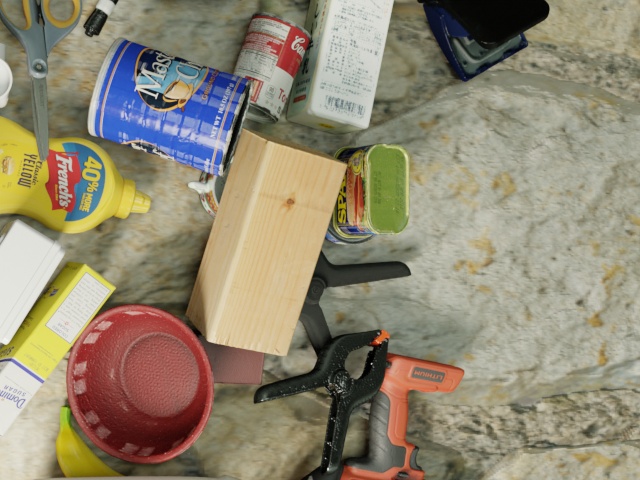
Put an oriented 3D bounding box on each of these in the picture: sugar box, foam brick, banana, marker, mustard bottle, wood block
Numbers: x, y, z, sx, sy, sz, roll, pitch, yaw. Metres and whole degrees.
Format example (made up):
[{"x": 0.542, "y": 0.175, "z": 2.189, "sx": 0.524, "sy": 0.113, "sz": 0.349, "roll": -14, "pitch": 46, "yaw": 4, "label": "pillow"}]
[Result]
[{"x": -0.278, "y": 0.102, "z": 1.045, "sx": 0.048, "sy": 0.093, "sz": 0.176, "roll": 42, "pitch": 74, "yaw": -17, "label": "sugar box"}, {"x": -0.104, "y": 0.125, "z": 1.142, "sx": 0.078, "sy": 0.053, "sz": 0.051, "roll": 6, "pitch": 88, "yaw": -24, "label": "foam brick"}, {"x": -0.201, "y": 0.250, "z": 1.109, "sx": 0.197, "sy": 0.037, "sz": 0.069, "roll": 37, "pitch": 78, "yaw": -19, "label": "banana"}, {"x": -0.212, "y": -0.264, "z": 1.112, "sx": 0.020, "sy": 0.020, "sz": 0.121, "roll": 32, "pitch": 78, "yaw": -20, "label": "marker"}, {"x": -0.264, "y": -0.059, "z": 1.070, "sx": 0.191, "sy": 0.058, "sz": 0.096, "roll": 14, "pitch": 80, "yaw": -23, "label": "mustard bottle"}, {"x": -0.057, "y": 0.002, "z": 1.087, "sx": 0.090, "sy": 0.090, "sz": 0.206, "roll": 14, "pitch": 99, "yaw": -26, "label": "wood block"}]

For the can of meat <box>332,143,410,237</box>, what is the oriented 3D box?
[{"x": 0.055, "y": -0.054, "z": 1.155, "sx": 0.057, "sy": 0.084, "sz": 0.102, "roll": -1, "pitch": 90, "yaw": -24, "label": "can of meat"}]

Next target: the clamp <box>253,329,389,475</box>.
[{"x": 0.008, "y": 0.154, "z": 1.158, "sx": 0.120, "sy": 0.039, "sz": 0.171, "roll": 42, "pitch": 61, "yaw": -15, "label": "clamp"}]

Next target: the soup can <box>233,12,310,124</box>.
[{"x": -0.060, "y": -0.185, "z": 1.152, "sx": 0.068, "sy": 0.069, "sz": 0.102, "roll": 24, "pitch": 82, "yaw": -22, "label": "soup can"}]

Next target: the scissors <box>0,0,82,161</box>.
[{"x": -0.266, "y": -0.181, "z": 1.067, "sx": 0.096, "sy": 0.016, "sz": 0.202, "roll": -17, "pitch": 83, "yaw": -31, "label": "scissors"}]

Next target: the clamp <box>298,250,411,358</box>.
[{"x": -0.003, "y": 0.047, "z": 1.193, "sx": 0.209, "sy": 0.036, "sz": 0.164, "roll": 40, "pitch": 77, "yaw": -20, "label": "clamp"}]

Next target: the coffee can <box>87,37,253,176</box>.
[{"x": -0.149, "y": -0.133, "z": 1.071, "sx": 0.140, "sy": 0.103, "sz": 0.103, "roll": 18, "pitch": 82, "yaw": -1, "label": "coffee can"}]

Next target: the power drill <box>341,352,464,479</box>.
[{"x": 0.109, "y": 0.231, "z": 1.232, "sx": 0.184, "sy": 0.057, "sz": 0.187, "roll": 15, "pitch": 84, "yaw": -23, "label": "power drill"}]

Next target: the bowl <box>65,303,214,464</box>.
[{"x": -0.174, "y": 0.142, "z": 1.086, "sx": 0.162, "sy": 0.055, "sz": 0.162, "roll": 1, "pitch": 94, "yaw": 16, "label": "bowl"}]
